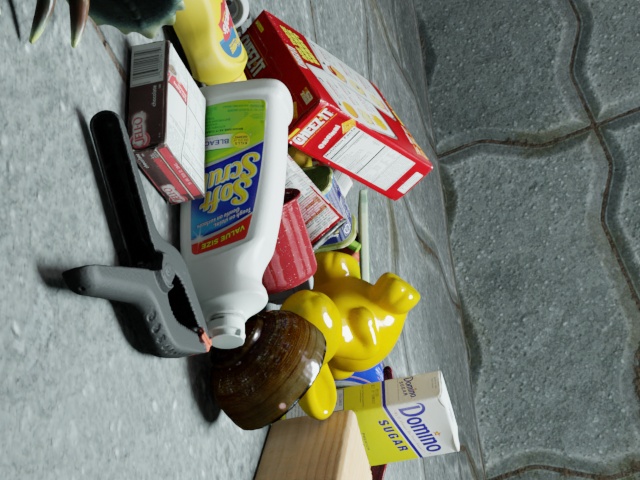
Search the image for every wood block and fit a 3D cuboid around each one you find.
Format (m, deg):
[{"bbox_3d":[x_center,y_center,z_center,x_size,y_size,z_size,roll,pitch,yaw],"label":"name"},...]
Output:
[{"bbox_3d":[-0.010,0.259,1.014,0.206,0.090,0.091,-72,149,-66],"label":"wood block"}]

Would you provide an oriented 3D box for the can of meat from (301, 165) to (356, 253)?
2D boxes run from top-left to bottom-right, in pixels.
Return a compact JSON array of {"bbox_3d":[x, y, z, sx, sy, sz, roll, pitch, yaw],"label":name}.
[{"bbox_3d":[-0.020,-0.032,1.197,0.057,0.102,0.084,-86,158,-45],"label":"can of meat"}]

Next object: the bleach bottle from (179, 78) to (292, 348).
[{"bbox_3d":[-0.074,-0.024,0.948,0.068,0.102,0.251,74,12,-59],"label":"bleach bottle"}]

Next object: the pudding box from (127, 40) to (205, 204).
[{"bbox_3d":[-0.131,-0.101,0.917,0.090,0.039,0.113,61,24,-57],"label":"pudding box"}]

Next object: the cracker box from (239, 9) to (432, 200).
[{"bbox_3d":[0.012,-0.147,1.210,0.213,0.072,0.164,24,29,-47],"label":"cracker box"}]

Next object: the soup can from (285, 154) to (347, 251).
[{"bbox_3d":[-0.030,-0.036,1.107,0.102,0.068,0.068,49,13,3],"label":"soup can"}]

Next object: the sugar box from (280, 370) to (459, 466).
[{"bbox_3d":[0.054,0.199,1.146,0.048,0.176,0.093,-85,160,-50],"label":"sugar box"}]

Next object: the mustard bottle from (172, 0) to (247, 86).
[{"bbox_3d":[-0.115,-0.214,1.037,0.096,0.058,0.191,-90,165,-57],"label":"mustard bottle"}]

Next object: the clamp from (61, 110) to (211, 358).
[{"bbox_3d":[-0.133,0.030,0.795,0.164,0.036,0.210,-87,162,-48],"label":"clamp"}]

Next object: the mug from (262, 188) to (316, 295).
[{"bbox_3d":[-0.057,0.001,1.047,0.117,0.093,0.081,18,-52,64],"label":"mug"}]
